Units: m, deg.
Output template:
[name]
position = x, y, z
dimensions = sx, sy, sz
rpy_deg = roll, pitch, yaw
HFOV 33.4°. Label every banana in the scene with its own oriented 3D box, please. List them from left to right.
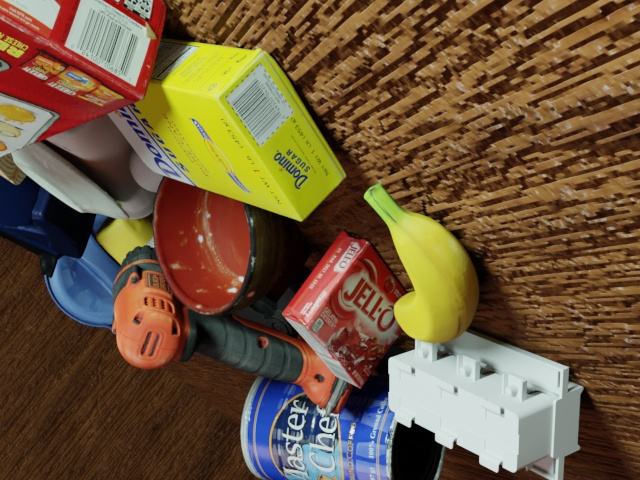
[banana]
position = 0.067, 0.028, 0.650
dimensions = 0.070, 0.037, 0.198
rpy_deg = 52, 171, 24

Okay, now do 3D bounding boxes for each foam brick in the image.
[foam brick]
position = -0.055, 0.001, 0.820
dimensions = 0.078, 0.051, 0.053
rpy_deg = 28, 162, 33

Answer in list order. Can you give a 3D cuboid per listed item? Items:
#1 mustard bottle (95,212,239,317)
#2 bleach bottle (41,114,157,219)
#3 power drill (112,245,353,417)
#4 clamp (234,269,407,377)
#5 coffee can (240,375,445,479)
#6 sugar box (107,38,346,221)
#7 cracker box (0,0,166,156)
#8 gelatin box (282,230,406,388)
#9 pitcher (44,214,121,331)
[mustard bottle]
position = -0.134, 0.041, 1.050
dimensions = 0.191, 0.058, 0.096
rpy_deg = 49, -168, -14
[bleach bottle]
position = -0.186, -0.077, 0.872
dimensions = 0.102, 0.068, 0.251
rpy_deg = 35, 168, 12
[power drill]
position = -0.070, 0.065, 0.824
dimensions = 0.187, 0.057, 0.184
rpy_deg = 16, -165, -14
[clamp]
position = -0.031, 0.070, 0.934
dimensions = 0.210, 0.036, 0.165
rpy_deg = 44, 141, -11
[coffee can]
position = 0.020, 0.159, 0.882
dimensions = 0.141, 0.102, 0.102
rpy_deg = 4, 149, 32
[sugar box]
position = -0.071, -0.071, 0.631
dimensions = 0.177, 0.048, 0.093
rpy_deg = 15, 146, 51
[cracker box]
position = -0.215, -0.121, 0.605
dimensions = 0.164, 0.072, 0.214
rpy_deg = 27, 155, -37
[gelatin box]
position = 0.022, 0.049, 0.738
dimensions = 0.030, 0.073, 0.089
rpy_deg = 23, 159, 42
[pitcher]
position = -0.273, 0.018, 1.281
dimensions = 0.145, 0.149, 0.243
rpy_deg = 26, 173, -17
